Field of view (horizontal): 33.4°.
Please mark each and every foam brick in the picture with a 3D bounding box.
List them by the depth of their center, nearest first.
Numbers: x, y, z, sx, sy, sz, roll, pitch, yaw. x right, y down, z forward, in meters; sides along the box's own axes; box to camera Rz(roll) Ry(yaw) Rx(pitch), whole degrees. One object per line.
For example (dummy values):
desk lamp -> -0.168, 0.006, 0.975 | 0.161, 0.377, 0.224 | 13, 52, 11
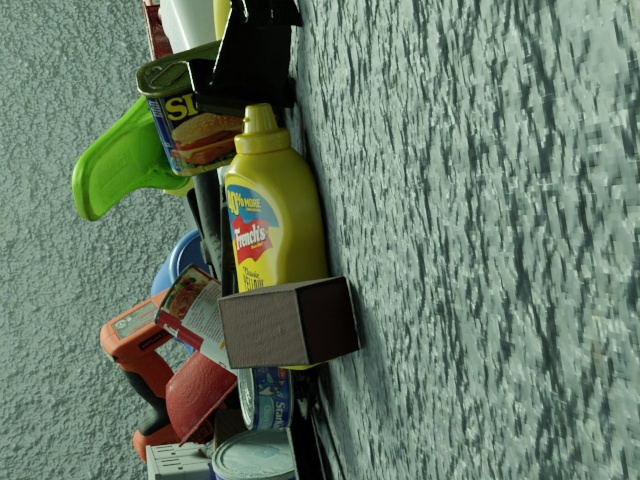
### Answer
foam brick -> -0.023, 0.056, 0.720 | 0.078, 0.052, 0.051 | -9, 92, 43

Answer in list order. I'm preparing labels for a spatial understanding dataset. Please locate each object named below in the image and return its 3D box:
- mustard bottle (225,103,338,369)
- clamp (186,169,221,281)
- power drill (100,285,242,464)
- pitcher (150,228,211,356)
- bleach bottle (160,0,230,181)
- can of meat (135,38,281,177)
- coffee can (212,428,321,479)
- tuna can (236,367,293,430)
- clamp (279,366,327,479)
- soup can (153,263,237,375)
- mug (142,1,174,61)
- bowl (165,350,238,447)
mustard bottle -> -0.033, -0.006, 0.792 | 0.096, 0.058, 0.191 | 14, 114, 60
clamp -> -0.104, 0.004, 1.081 | 0.120, 0.039, 0.171 | 139, 118, -82
power drill -> -0.147, 0.144, 1.184 | 0.057, 0.184, 0.187 | 40, 156, 54
pitcher -> -0.139, 0.045, 1.318 | 0.149, 0.145, 0.243 | 50, 164, 2
bleach bottle -> -0.105, -0.154, 1.044 | 0.102, 0.068, 0.251 | 94, 163, -55
can of meat -> -0.087, -0.108, 0.860 | 0.057, 0.102, 0.084 | -111, 4, -53
coffee can -> -0.041, 0.261, 1.014 | 0.103, 0.102, 0.140 | -128, 29, -71
tuna can -> -0.048, 0.116, 0.894 | 0.086, 0.033, 0.086 | 176, 90, -77
clamp -> -0.022, 0.125, 0.949 | 0.210, 0.036, 0.164 | -130, 38, -74
soup can -> -0.096, 0.077, 1.004 | 0.068, 0.102, 0.068 | -57, -5, -9
mug -> -0.151, -0.233, 1.191 | 0.117, 0.081, 0.093 | 99, 158, -65
bowl -> -0.108, 0.135, 1.099 | 0.055, 0.162, 0.162 | 42, 167, 2
